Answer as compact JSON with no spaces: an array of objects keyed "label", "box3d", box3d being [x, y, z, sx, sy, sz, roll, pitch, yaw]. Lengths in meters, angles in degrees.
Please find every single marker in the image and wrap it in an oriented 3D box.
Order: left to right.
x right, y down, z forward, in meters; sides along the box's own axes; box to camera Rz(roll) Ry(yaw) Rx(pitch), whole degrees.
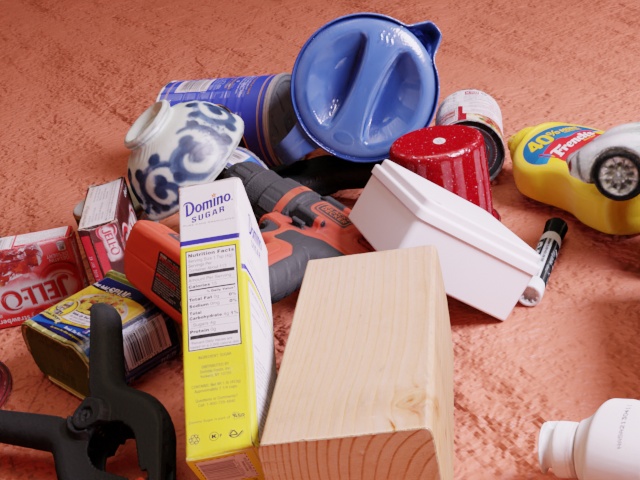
[{"label":"marker","box3d":[0.173,0.014,0.827,0.020,0.020,0.121,0,26,24]}]

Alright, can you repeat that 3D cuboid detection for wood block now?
[{"label":"wood block","box3d":[0.030,0.091,0.635,0.091,0.090,0.206,-7,25,10]}]

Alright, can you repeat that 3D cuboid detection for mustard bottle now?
[{"label":"mustard bottle","box3d":[0.223,-0.063,0.925,0.096,0.058,0.192,-25,26,-16]}]

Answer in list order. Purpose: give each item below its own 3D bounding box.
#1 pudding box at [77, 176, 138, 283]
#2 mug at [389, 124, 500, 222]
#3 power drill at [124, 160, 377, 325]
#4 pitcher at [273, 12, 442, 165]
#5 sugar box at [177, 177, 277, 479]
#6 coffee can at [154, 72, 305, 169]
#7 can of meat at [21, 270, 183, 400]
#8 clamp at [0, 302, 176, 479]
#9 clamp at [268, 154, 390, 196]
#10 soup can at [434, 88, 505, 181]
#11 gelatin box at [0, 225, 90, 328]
[{"label":"pudding box","box3d":[-0.173,0.007,0.910,0.039,0.090,0.113,-14,23,-3]},{"label":"mug","box3d":[0.095,-0.045,0.913,0.117,0.081,0.093,-25,27,-27]},{"label":"power drill","box3d":[-0.055,0.001,0.819,0.185,0.057,0.187,33,34,31]},{"label":"pitcher","box3d":[0.038,-0.152,1.060,0.149,0.145,0.242,4,12,3]},{"label":"sugar box","box3d":[-0.054,0.061,0.636,0.048,0.093,0.176,-11,57,3]},{"label":"coffee can","box3d":[-0.094,-0.125,1.149,0.140,0.103,0.102,0,27,25]},{"label":"can of meat","box3d":[-0.163,0.072,0.804,0.083,0.057,0.102,-31,31,-34]},{"label":"clamp","box3d":[-0.153,0.123,0.681,0.120,0.039,0.172,-41,44,-1]},{"label":"clamp","box3d":[0.009,-0.068,1.057,0.210,0.036,0.164,-10,14,11]},{"label":"soup can","box3d":[0.143,-0.101,1.033,0.068,0.068,0.102,-6,24,11]},{"label":"gelatin box","box3d":[-0.245,0.032,0.908,0.089,0.073,0.030,-10,25,1]}]
